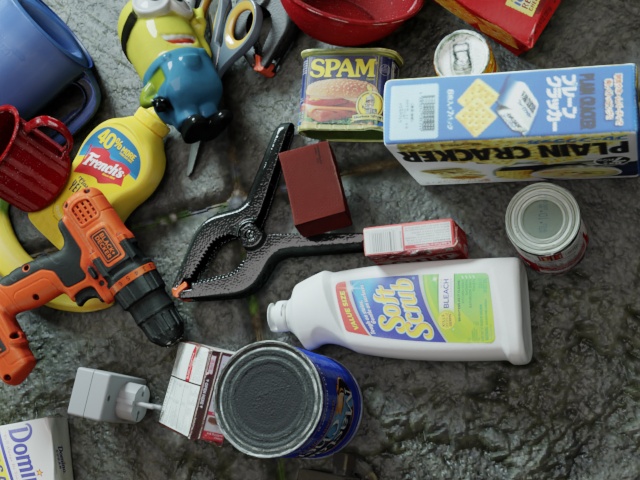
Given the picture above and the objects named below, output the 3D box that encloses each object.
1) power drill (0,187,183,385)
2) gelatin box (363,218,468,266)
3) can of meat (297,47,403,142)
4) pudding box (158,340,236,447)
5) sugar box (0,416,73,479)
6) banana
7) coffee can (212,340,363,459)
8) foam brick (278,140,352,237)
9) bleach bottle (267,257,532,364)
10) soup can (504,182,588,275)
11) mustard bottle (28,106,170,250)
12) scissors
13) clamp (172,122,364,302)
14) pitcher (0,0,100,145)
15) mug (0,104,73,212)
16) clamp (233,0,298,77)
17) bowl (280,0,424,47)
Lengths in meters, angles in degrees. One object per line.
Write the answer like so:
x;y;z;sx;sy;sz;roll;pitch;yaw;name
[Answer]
-0.252;0.066;1.081;0.187;0.057;0.184;-34;83;-1;power drill
0.092;0.004;1.021;0.089;0.073;0.030;-6;78;15;gelatin box
0.029;-0.146;1.081;0.102;0.057;0.084;3;83;18;can of meat
-0.118;0.147;1.042;0.039;0.114;0.090;15;83;-21;pudding box
-0.349;0.245;1.124;0.176;0.048;0.093;-14;75;15;sugar box
-0.309;0.027;1.160;0.198;0.037;0.069;39;93;20;banana
-0.027;0.151;0.992;0.103;0.140;0.103;-4;78;16;coffee can
-0.004;-0.049;1.043;0.053;0.051;0.078;-14;72;6;foam brick
0.071;0.074;1.021;0.251;0.068;0.102;-6;79;19;bleach bottle
0.207;-0.009;0.972;0.069;0.102;0.068;-3;78;16;soup can
-0.222;-0.072;1.142;0.096;0.058;0.191;39;92;25;mustard bottle
-0.103;-0.170;1.126;0.096;0.016;0.202;-2;84;37;scissors
-0.057;0.001;1.087;0.210;0.036;0.165;-43;70;1;clamp
-0.372;-0.154;1.177;0.243;0.144;0.149;-42;54;9;pitcher
-0.310;-0.088;1.118;0.117;0.081;0.093;-34;46;19;mug
-0.069;-0.262;1.144;0.120;0.039;0.171;5;83;33;clamp
0.022;-0.244;1.078;0.162;0.055;0.162;8;44;-8;bowl
